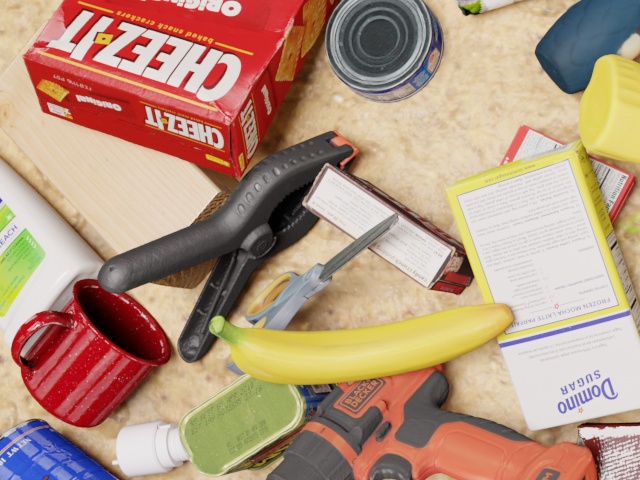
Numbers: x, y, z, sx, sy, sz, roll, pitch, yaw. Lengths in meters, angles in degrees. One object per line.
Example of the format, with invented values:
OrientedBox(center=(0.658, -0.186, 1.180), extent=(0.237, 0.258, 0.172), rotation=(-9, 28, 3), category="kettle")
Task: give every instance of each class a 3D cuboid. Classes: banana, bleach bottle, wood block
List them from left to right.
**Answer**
OrientedBox(center=(-0.290, -0.020, 0.894), extent=(0.251, 0.068, 0.102), rotation=(41, 98, 21), category="bleach bottle")
OrientedBox(center=(-0.156, -0.066, 0.836), extent=(0.206, 0.090, 0.091), rotation=(44, 99, 19), category="wood block")
OrientedBox(center=(0.027, 0.070, 0.709), extent=(0.197, 0.070, 0.037), rotation=(-4, 67, -5), category="banana")

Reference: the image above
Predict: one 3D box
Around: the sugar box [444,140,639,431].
OrientedBox(center=(0.157, 0.031, 0.712), extent=(0.093, 0.048, 0.176), rotation=(-17, 97, 26), category="sugar box")

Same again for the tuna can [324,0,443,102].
OrientedBox(center=(0.047, -0.149, 0.802), extent=(0.086, 0.033, 0.086), rotation=(-2, 83, 19), category="tuna can")

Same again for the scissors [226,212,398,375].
OrientedBox(center=(-0.014, 0.043, 0.732), extent=(0.016, 0.202, 0.096), rotation=(36, 65, -13), category="scissors")

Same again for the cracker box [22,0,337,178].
OrientedBox(center=(-0.089, -0.168, 0.779), extent=(0.164, 0.072, 0.213), rotation=(19, 61, 14), category="cracker box")

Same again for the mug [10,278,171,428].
OrientedBox(center=(-0.184, 0.087, 0.818), extent=(0.081, 0.117, 0.093), rotation=(-48, 52, 14), category="mug")

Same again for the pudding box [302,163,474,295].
OrientedBox(center=(0.053, -0.006, 0.755), extent=(0.114, 0.090, 0.039), rotation=(33, 96, 20), category="pudding box")

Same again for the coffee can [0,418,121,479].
OrientedBox(center=(-0.192, 0.216, 0.810), extent=(0.140, 0.102, 0.103), rotation=(32, 95, 20), category="coffee can")

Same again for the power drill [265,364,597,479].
OrientedBox(center=(0.065, 0.155, 0.685), extent=(0.188, 0.057, 0.184), rotation=(23, 55, 37), category="power drill")

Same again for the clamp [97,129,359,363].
OrientedBox(center=(-0.055, 0.001, 0.790), extent=(0.210, 0.164, 0.036), rotation=(-40, 63, -13), category="clamp")

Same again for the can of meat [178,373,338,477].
OrientedBox(center=(-0.043, 0.128, 0.777), extent=(0.102, 0.083, 0.057), rotation=(-35, 74, 13), category="can of meat")
